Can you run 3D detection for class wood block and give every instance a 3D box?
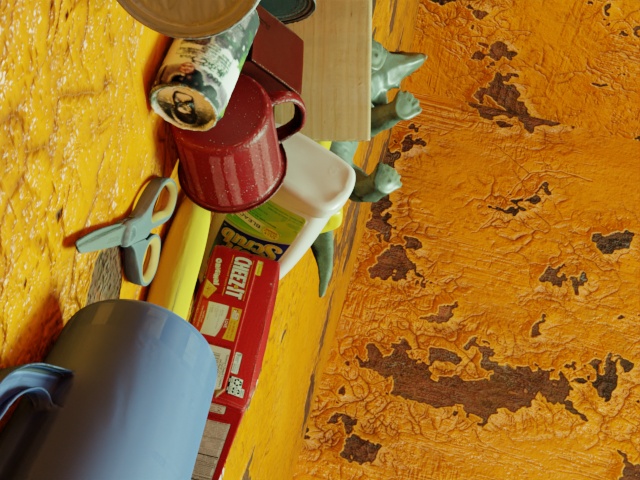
[{"bbox_3d":[-0.001,-0.197,1.014,0.091,0.090,0.206,-126,-144,-83],"label":"wood block"}]

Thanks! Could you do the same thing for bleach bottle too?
[{"bbox_3d":[-0.057,0.001,1.010,0.068,0.102,0.251,-56,177,-39],"label":"bleach bottle"}]

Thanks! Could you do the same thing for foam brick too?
[{"bbox_3d":[-0.055,-0.153,0.880,0.078,0.051,0.053,29,61,-55],"label":"foam brick"}]

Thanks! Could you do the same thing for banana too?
[{"bbox_3d":[-0.130,0.047,0.915,0.070,0.037,0.198,-174,-80,-78],"label":"banana"}]

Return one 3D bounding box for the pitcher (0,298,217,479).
[{"bbox_3d":[-0.144,0.143,0.620,0.242,0.145,0.149,-75,-170,-48],"label":"pitcher"}]

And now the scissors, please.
[{"bbox_3d":[-0.143,0.010,0.779,0.201,0.016,0.096,-62,164,-67],"label":"scissors"}]

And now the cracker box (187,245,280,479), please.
[{"bbox_3d":[-0.101,0.135,0.992,0.214,0.072,0.164,110,-6,-48],"label":"cracker box"}]

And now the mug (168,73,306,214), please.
[{"bbox_3d":[-0.065,-0.086,0.859,0.081,0.117,0.093,83,-17,-60],"label":"mug"}]

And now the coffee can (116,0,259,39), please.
[{"bbox_3d":[-0.063,-0.192,0.647,0.140,0.103,0.103,-66,168,-60],"label":"coffee can"}]
